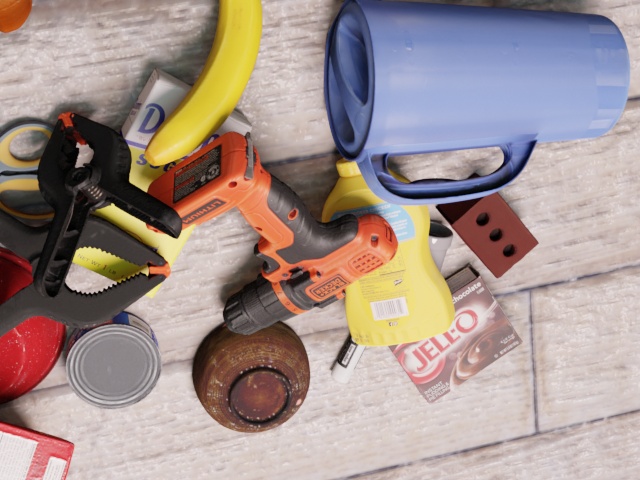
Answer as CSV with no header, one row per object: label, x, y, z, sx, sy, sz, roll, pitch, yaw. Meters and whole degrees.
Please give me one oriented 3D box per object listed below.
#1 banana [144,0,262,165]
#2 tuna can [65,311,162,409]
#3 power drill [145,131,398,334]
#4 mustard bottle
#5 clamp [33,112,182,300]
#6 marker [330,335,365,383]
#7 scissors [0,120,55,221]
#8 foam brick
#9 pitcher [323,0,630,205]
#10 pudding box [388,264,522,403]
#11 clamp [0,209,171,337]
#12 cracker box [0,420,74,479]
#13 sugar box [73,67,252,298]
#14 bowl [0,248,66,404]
banana,-0.087,-0.146,0.863,0.069,0.037,0.198,17,79,-21
tuna can,-0.188,0.108,0.969,0.086,0.034,0.086,-5,112,-12
power drill,-0.056,0.001,0.892,0.185,0.057,0.187,-31,134,26
mustard bottle,0.053,-0.004,0.958,0.096,0.058,0.191,-10,104,23
clamp,-0.170,-0.040,0.835,0.120,0.171,0.039,-16,145,3
marker,0.044,0.082,1.023,0.020,0.020,0.121,22,105,-21
scissors,-0.300,-0.063,0.884,0.201,0.016,0.096,9,107,-17
foam brick,0.155,-0.014,0.994,0.053,0.051,0.078,-42,115,5
pitcher,0.132,-0.127,0.901,0.242,0.145,0.149,-3,125,-16
pudding box,0.125,0.091,1.035,0.113,0.039,0.090,-35,114,1
clamp,-0.230,0.035,0.874,0.210,0.036,0.164,6,94,-10
cracker box,-0.329,0.170,0.884,0.213,0.164,0.072,21,73,-21
sugar box,-0.142,-0.048,0.912,0.093,0.048,0.176,26,104,-21
bowl,-0.301,0.087,0.921,0.162,0.055,0.162,-5,112,-11
